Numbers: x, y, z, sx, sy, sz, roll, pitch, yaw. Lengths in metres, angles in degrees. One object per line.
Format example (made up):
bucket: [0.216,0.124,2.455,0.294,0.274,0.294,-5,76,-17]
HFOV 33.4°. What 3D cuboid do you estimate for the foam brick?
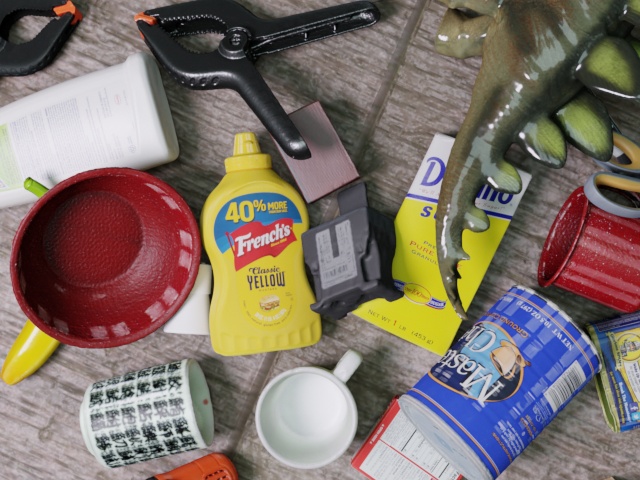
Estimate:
foam brick: [-0.005,-0.077,0.937,0.051,0.053,0.078,-29,90,3]

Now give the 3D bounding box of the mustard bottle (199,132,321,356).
mustard bottle: [-0.056,0.001,0.936,0.096,0.058,0.191,-6,89,-14]

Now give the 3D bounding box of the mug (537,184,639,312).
mug: [0.245,0.001,0.913,0.081,0.093,0.117,22,63,-2]

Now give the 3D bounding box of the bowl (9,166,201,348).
bowl: [-0.186,0.008,0.906,0.161,0.055,0.162,-9,114,-22]

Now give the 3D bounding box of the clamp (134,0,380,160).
clamp: [-0.069,-0.154,0.921,0.210,0.036,0.164,12,63,14]

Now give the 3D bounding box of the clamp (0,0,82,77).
clamp: [-0.303,-0.185,0.959,0.171,0.039,0.120,-30,94,-3]

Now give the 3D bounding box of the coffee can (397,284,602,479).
coffee can: [0.149,0.121,0.891,0.140,0.103,0.103,-43,89,-11]

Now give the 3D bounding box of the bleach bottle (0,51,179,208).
bleach bottle: [-0.259,-0.086,0.947,0.251,0.068,0.102,-14,92,5]

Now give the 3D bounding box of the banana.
banana: [-0.241,0.036,0.947,0.069,0.037,0.198,2,109,-26]

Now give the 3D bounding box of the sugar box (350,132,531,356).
sugar box: [0.105,0.003,0.935,0.093,0.048,0.176,25,94,4]

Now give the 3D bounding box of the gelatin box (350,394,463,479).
gelatin box: [0.083,0.193,0.948,0.089,0.030,0.073,35,91,2]
